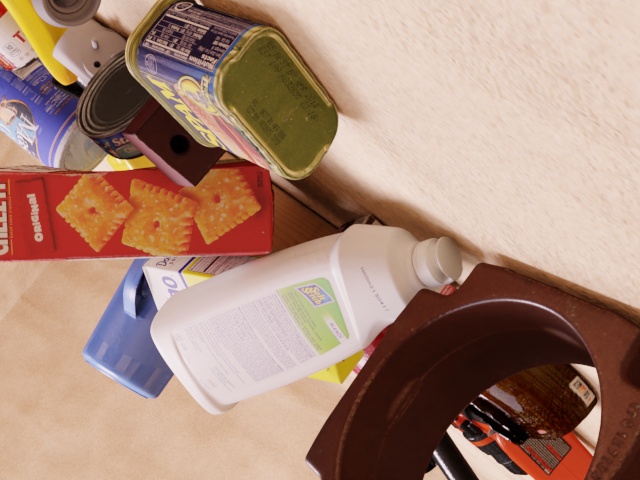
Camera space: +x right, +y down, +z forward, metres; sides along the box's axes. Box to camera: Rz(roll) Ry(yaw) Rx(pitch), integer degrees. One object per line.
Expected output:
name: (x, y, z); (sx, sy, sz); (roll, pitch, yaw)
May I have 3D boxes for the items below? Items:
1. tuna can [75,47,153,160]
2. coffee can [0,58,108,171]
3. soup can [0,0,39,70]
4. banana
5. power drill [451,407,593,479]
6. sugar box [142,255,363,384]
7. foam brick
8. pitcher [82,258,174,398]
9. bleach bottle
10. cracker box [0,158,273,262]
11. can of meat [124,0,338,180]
tuna can: (-0.135, -0.101, 0.777); (0.086, 0.086, 0.033); (29, 169, 46)
coffee can: (-0.294, -0.144, 1.140); (0.140, 0.102, 0.103); (37, 171, 12)
soup can: (-0.283, -0.202, 0.917); (0.069, 0.068, 0.102); (29, 167, 48)
banana: (-0.241, -0.192, 0.829); (0.037, 0.069, 0.197); (-2, 162, 16)
power drill: (0.187, 0.192, 1.055); (0.184, 0.057, 0.188); (42, 170, -18)
sugar box: (-0.057, 0.057, 0.875); (0.176, 0.048, 0.093); (5, 126, 31)
foam brick: (-0.084, -0.081, 0.703); (0.053, 0.078, 0.051); (42, 172, -21)
pitcher: (-0.187, 0.062, 1.297); (0.149, 0.243, 0.145); (35, 170, -22)
bleach bottle: (-0.005, 0.052, 0.758); (0.251, 0.068, 0.102); (-20, 114, 38)
cracker box: (-0.142, -0.025, 0.814); (0.213, 0.072, 0.164); (-1, -176, -2)
can of meat: (-0.047, -0.086, 0.604); (0.084, 0.057, 0.102); (27, 166, 42)
